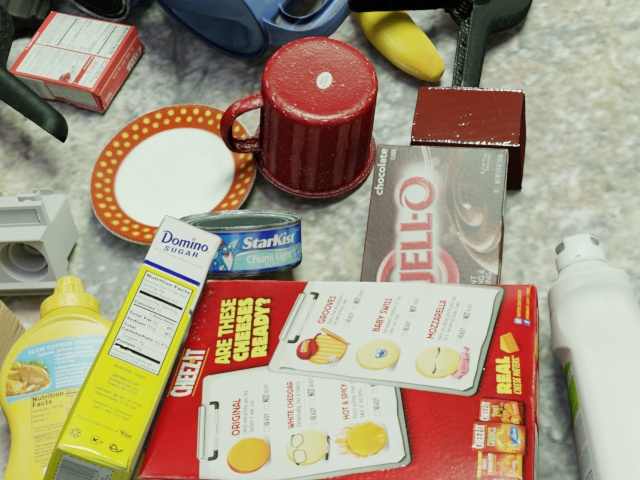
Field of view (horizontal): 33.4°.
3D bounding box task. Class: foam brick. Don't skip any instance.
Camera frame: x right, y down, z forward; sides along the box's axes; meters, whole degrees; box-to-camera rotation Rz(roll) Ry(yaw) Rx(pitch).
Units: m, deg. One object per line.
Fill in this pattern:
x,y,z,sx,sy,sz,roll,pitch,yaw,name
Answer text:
0.106,-0.073,0.758,0.078,0.053,0.051,4,59,15,foam brick

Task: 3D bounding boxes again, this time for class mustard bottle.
-0.160,0.106,0.697,0.096,0.058,0.191,-10,56,-4,mustard bottle

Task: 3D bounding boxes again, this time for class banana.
0.055,-0.203,0.860,0.070,0.037,0.198,-9,57,9,banana

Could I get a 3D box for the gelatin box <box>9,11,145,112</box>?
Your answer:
-0.201,-0.149,0.885,0.089,0.030,0.073,15,61,21,gelatin box

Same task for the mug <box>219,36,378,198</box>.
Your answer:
-0.014,-0.089,0.762,0.117,0.081,0.093,-7,58,-8,mug

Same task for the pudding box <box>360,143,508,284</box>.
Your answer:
0.077,-0.006,0.715,0.090,0.039,0.113,4,75,14,pudding box

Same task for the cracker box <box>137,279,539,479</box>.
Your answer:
0.021,0.101,0.634,0.214,0.072,0.164,-1,39,13,cracker box

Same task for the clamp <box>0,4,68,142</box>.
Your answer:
-0.296,-0.128,0.866,0.164,0.036,0.210,-27,62,9,clamp

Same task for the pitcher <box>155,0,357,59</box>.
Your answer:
-0.022,-0.267,0.848,0.242,0.149,0.145,-53,26,-15,pitcher

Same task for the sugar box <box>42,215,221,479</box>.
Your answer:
-0.113,0.078,0.634,0.048,0.093,0.176,22,46,-9,sugar box

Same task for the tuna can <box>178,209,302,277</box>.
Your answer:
-0.055,0.001,0.727,0.086,0.086,0.034,0,99,12,tuna can

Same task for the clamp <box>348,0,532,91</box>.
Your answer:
0.115,-0.174,0.815,0.171,0.039,0.120,-32,84,-27,clamp
